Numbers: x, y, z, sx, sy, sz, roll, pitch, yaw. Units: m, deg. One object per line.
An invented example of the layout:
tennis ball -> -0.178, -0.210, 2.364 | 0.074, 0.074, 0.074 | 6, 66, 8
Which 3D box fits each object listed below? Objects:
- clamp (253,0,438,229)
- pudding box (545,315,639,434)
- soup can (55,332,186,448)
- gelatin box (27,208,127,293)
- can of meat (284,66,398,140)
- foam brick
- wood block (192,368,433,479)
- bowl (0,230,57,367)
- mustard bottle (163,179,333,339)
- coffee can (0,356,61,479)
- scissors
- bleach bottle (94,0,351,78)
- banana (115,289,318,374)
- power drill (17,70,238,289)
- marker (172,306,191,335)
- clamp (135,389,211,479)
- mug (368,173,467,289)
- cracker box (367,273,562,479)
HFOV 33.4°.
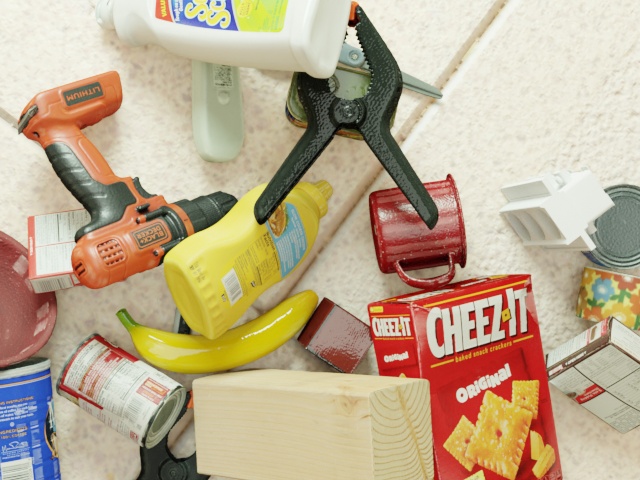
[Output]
clamp -> 0.035, -0.106, 0.955 | 0.164, 0.036, 0.210 | 9, 87, 3
pudding box -> 0.289, 0.133, 1.038 | 0.113, 0.039, 0.090 | 33, 132, -17
soup can -> -0.185, 0.140, 0.997 | 0.102, 0.068, 0.068 | 29, 88, 13
gelatin box -> -0.230, 0.008, 1.009 | 0.089, 0.030, 0.073 | -8, 57, -6
can of meat -> 0.017, -0.130, 1.019 | 0.102, 0.084, 0.057 | 12, 90, -6
foam brick -> 0.015, 0.092, 1.025 | 0.051, 0.078, 0.053 | 34, 88, -7
wood block -> -0.010, 0.168, 0.959 | 0.207, 0.090, 0.091 | -3, 91, 39
bowl -> -0.327, 0.059, 0.977 | 0.162, 0.162, 0.055 | 41, 126, -5
mustard bottle -> -0.057, 0.001, 1.006 | 0.191, 0.058, 0.096 | -40, 131, -29
coffee can -> -0.294, 0.185, 0.984 | 0.102, 0.103, 0.140 | -6, 92, -6
scissors -> 0.029, -0.201, 1.053 | 0.201, 0.016, 0.096 | 7, 90, -6
bleach bottle -> -0.100, -0.200, 0.965 | 0.251, 0.068, 0.102 | 5, 72, 28
banana -> -0.093, 0.091, 1.022 | 0.197, 0.037, 0.069 | -5, 94, -17
power drill -> -0.179, -0.063, 0.992 | 0.184, 0.057, 0.188 | -26, 82, -41
marker -> -0.131, 0.064, 1.040 | 0.020, 0.020, 0.121 | 9, 90, -6
clamp -> -0.152, 0.226, 1.031 | 0.120, 0.039, 0.171 | 7, 84, -10
mug -> 0.093, -0.003, 1.020 | 0.081, 0.093, 0.117 | -9, 56, -1
cracker box -> 0.141, 0.149, 1.006 | 0.163, 0.072, 0.214 | -11, 93, -37
